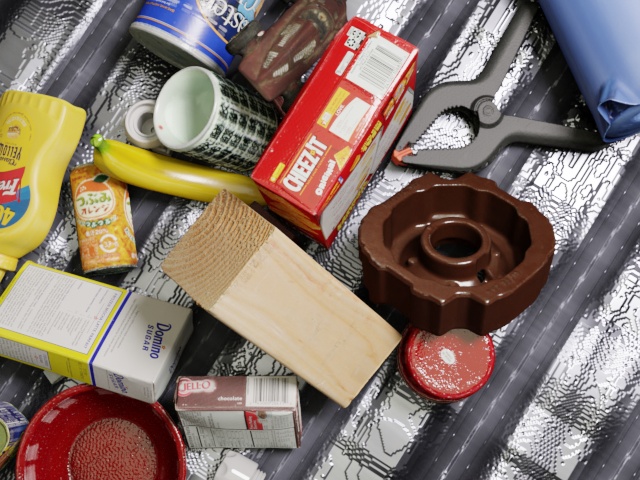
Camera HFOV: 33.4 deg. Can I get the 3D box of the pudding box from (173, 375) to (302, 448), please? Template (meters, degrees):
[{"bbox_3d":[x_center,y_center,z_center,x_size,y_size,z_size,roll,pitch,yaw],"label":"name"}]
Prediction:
[{"bbox_3d":[-0.075,0.162,0.999,0.113,0.090,0.039,1,57,3],"label":"pudding box"}]

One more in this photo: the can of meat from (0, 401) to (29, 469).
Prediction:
[{"bbox_3d":[-0.329,0.199,1.008,0.057,0.084,0.102,42,86,5],"label":"can of meat"}]

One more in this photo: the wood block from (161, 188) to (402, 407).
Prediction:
[{"bbox_3d":[-0.031,0.055,0.949,0.090,0.205,0.091,-51,44,-3],"label":"wood block"}]

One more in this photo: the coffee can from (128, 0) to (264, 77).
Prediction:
[{"bbox_3d":[-0.108,-0.240,1.040,0.103,0.103,0.140,27,85,4],"label":"coffee can"}]

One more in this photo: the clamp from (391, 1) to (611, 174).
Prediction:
[{"bbox_3d":[0.162,-0.135,1.052,0.210,0.036,0.164,-20,83,-3],"label":"clamp"}]

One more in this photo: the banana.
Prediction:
[{"bbox_3d":[-0.138,-0.061,1.028,0.197,0.070,0.037,14,90,-28],"label":"banana"}]

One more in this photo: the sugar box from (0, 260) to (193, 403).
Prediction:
[{"bbox_3d":[-0.219,0.086,1.010,0.176,0.048,0.093,18,50,8],"label":"sugar box"}]

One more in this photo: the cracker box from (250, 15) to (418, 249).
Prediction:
[{"bbox_3d":[0.016,-0.089,0.963,0.072,0.213,0.164,31,85,6],"label":"cracker box"}]

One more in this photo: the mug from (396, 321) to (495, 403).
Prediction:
[{"bbox_3d":[0.124,0.097,1.005,0.093,0.081,0.117,23,85,4],"label":"mug"}]

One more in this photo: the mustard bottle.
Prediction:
[{"bbox_3d":[-0.296,-0.047,1.041,0.096,0.058,0.191,13,85,31],"label":"mustard bottle"}]

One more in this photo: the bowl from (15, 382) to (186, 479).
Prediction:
[{"bbox_3d":[-0.203,0.215,1.016,0.162,0.055,0.162,0,84,2],"label":"bowl"}]
